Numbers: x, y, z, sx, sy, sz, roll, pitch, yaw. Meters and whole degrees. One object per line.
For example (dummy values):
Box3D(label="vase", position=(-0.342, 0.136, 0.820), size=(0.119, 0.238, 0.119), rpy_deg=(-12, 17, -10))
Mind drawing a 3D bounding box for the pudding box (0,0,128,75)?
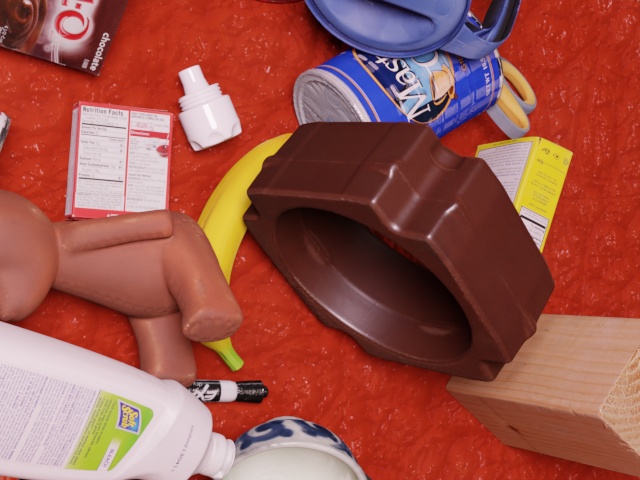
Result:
Box3D(label="pudding box", position=(-0.183, -0.183, 0.757), size=(0.089, 0.039, 0.114), rpy_deg=(15, 126, -24))

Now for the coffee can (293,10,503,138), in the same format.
Box3D(label="coffee can", position=(0.063, -0.121, 0.870), size=(0.140, 0.103, 0.103), rpy_deg=(-33, 102, -23))

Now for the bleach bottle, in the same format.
Box3D(label="bleach bottle", position=(-0.172, 0.121, 0.707), size=(0.250, 0.068, 0.102), rpy_deg=(24, 97, -29))

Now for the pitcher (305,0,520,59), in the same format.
Box3D(label="pitcher", position=(0.090, -0.259, 0.841), size=(0.149, 0.145, 0.242), rpy_deg=(74, 32, -43))

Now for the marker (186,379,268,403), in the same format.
Box3D(label="marker", position=(-0.097, 0.117, 0.831), size=(0.120, 0.020, 0.020), rpy_deg=(5, 86, -26))

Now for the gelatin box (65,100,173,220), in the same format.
Box3D(label="gelatin box", position=(-0.152, -0.057, 0.806), size=(0.073, 0.030, 0.089), rpy_deg=(4, 86, -24))

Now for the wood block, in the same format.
Box3D(label="wood block", position=(0.207, 0.122, 0.873), size=(0.090, 0.206, 0.090), rpy_deg=(44, 71, -18))

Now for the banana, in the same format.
Box3D(label="banana", position=(-0.069, -0.001, 0.842), size=(0.069, 0.037, 0.198), rpy_deg=(23, 79, -41))

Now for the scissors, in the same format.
Box3D(label="scissors", position=(0.132, -0.179, 0.947), size=(0.096, 0.016, 0.202), rpy_deg=(-20, 77, -54))

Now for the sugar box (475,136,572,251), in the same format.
Box3D(label="sugar box", position=(0.149, 0.001, 0.913), size=(0.048, 0.093, 0.176), rpy_deg=(21, 80, -23))
